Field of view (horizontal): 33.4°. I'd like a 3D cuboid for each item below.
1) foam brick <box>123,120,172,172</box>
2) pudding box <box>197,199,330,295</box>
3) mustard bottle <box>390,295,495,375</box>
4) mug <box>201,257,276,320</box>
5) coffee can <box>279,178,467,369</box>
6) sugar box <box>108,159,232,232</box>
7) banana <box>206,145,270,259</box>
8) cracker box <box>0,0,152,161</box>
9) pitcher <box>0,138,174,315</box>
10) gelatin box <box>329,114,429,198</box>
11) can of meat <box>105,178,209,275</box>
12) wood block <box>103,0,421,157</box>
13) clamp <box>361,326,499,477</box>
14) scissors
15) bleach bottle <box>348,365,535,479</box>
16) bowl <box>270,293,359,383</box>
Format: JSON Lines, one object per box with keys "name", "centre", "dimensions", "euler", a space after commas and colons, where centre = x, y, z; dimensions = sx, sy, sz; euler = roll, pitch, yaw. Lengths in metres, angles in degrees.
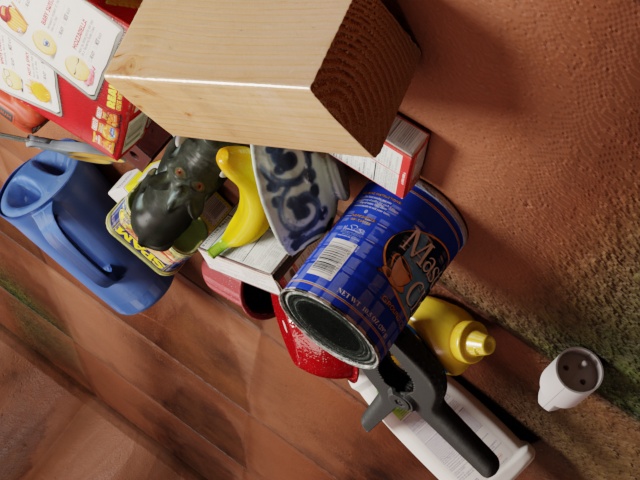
{"name": "foam brick", "centre": [-0.197, -0.121, 1.128], "dimensions": [0.078, 0.051, 0.053], "euler": [41, 158, -7]}
{"name": "pudding box", "centre": [-0.057, 0.001, 1.099], "dimensions": [0.114, 0.090, 0.039], "euler": [18, 151, 40]}
{"name": "mustard bottle", "centre": [0.103, 0.093, 1.074], "dimensions": [0.192, 0.058, 0.096], "euler": [4, 137, 54]}
{"name": "mug", "centre": [-0.079, 0.022, 1.195], "dimensions": [0.082, 0.093, 0.117], "euler": [24, 124, 43]}
{"name": "coffee can", "centre": [0.046, 0.024, 0.913], "dimensions": [0.103, 0.140, 0.103], "euler": [32, 158, 15]}
{"name": "sugar box", "centre": [-0.180, -0.047, 1.257], "dimensions": [0.093, 0.048, 0.176], "euler": [46, 160, -19]}
{"name": "banana", "centre": [-0.069, -0.039, 1.004], "dimensions": [0.037, 0.069, 0.198], "euler": [46, 155, 17]}
{"name": "cracker box", "centre": [-0.238, -0.194, 0.953], "dimensions": [0.214, 0.072, 0.164], "euler": [32, 140, 6]}
{"name": "pitcher", "centre": [-0.300, -0.003, 1.413], "dimensions": [0.145, 0.149, 0.242], "euler": [1, 142, 40]}
{"name": "gelatin box", "centre": [0.041, -0.081, 0.862], "dimensions": [0.089, 0.030, 0.073], "euler": [33, 159, 13]}
{"name": "can of meat", "centre": [-0.178, -0.016, 1.174], "dimensions": [0.102, 0.057, 0.084], "euler": [42, 154, -8]}
{"name": "wood block", "centre": [-0.045, -0.127, 0.776], "dimensions": [0.206, 0.090, 0.090], "euler": [10, 159, 39]}
{"name": "clamp", "centre": [0.082, 0.152, 1.075], "dimensions": [0.165, 0.036, 0.210], "euler": [9, 138, 39]}
{"name": "scissors", "centre": [-0.332, -0.114, 1.281], "dimensions": [0.201, 0.016, 0.096], "euler": [9, 175, -5]}
{"name": "bleach bottle", "centre": [0.117, 0.178, 1.192], "dimensions": [0.251, 0.102, 0.068], "euler": [47, 174, 2]}
{"name": "bowl", "centre": [-0.013, 0.083, 1.132], "dimensions": [0.162, 0.055, 0.162], "euler": [162, 90, -80]}
